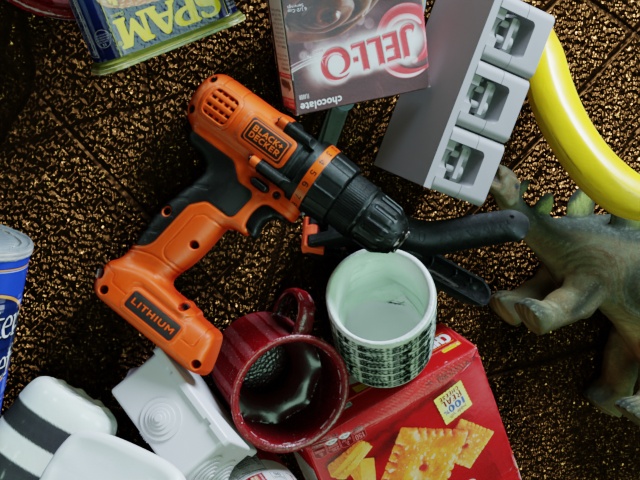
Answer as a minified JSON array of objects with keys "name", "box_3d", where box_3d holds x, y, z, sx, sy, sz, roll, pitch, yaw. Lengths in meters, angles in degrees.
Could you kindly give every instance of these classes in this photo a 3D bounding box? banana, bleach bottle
[{"name":"banana","box_3d":[0.211,-0.085,0.846,0.069,0.037,0.198,-32,80,-29]},{"name":"bleach bottle","box_3d":[-0.109,0.223,0.774,0.068,0.103,0.250,-59,152,-23]}]

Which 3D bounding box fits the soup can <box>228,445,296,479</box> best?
[{"name":"soup can","box_3d":[-0.050,0.200,0.828,0.068,0.102,0.068,-6,106,-21]}]

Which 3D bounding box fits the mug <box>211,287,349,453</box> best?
[{"name":"mug","box_3d":[-0.033,0.092,0.817,0.093,0.082,0.117,11,100,-24]}]

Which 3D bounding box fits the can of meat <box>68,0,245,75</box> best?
[{"name":"can of meat","box_3d":[-0.110,-0.161,0.669,0.102,0.057,0.084,-25,109,-15]}]

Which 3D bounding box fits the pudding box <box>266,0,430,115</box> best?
[{"name":"pudding box","box_3d":[0.021,-0.147,0.779,0.113,0.039,0.090,-14,108,-17]}]

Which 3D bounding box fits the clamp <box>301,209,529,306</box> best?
[{"name":"clamp","box_3d":[0.071,0.012,0.840,0.171,0.039,0.120,5,141,4]}]

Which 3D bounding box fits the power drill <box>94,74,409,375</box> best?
[{"name":"power drill","box_3d":[-0.055,0.001,0.763,0.184,0.057,0.187,37,89,7]}]

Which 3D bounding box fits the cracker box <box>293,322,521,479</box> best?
[{"name":"cracker box","box_3d":[0.079,0.202,0.898,0.164,0.072,0.213,-27,113,-13]}]
